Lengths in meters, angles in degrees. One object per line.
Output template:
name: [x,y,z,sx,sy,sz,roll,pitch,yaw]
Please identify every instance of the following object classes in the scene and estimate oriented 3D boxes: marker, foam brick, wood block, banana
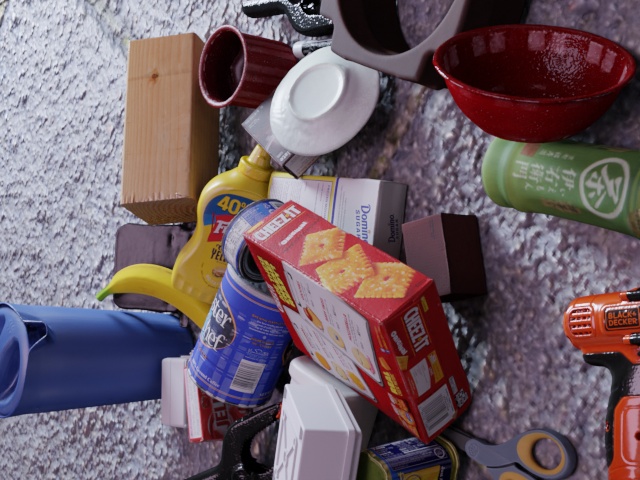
marker: [0.015,-0.210,1.150,0.121,0.020,0.020,5,91,50]
foam brick: [0.115,0.018,0.988,0.053,0.051,0.078,-17,74,47]
wood block: [-0.176,-0.131,1.273,0.091,0.090,0.206,-4,73,15]
banana: [-0.170,0.075,1.271,0.198,0.037,0.070,23,110,12]

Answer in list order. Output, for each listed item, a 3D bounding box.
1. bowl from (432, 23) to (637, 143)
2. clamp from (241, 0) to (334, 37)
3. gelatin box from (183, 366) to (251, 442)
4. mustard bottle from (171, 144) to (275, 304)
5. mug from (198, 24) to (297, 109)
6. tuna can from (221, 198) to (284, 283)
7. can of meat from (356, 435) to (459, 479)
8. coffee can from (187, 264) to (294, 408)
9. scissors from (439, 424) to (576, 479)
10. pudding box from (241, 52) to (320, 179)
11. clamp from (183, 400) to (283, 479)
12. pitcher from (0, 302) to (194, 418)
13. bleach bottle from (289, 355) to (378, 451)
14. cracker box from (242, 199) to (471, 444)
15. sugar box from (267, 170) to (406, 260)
bowl: [0.172,-0.123,0.871,0.162,0.161,0.055,36,138,45]
clamp: [-0.026,-0.270,1.188,0.172,0.039,0.120,55,128,37]
gelatin box: [-0.117,0.187,1.233,0.030,0.073,0.089,-21,71,48]
mustard bottle: [-0.096,-0.020,1.209,0.058,0.096,0.192,-98,29,-68]
mug: [-0.087,-0.190,1.221,0.117,0.081,0.093,-14,77,48]
tuna can: [-0.057,0.001,1.097,0.034,0.085,0.086,44,120,37]
can of meat: [0.074,0.233,0.983,0.058,0.083,0.102,28,117,50]
coffee can: [-0.075,0.097,1.168,0.103,0.102,0.140,45,121,42]
scissors: [0.154,0.176,0.956,0.202,0.016,0.096,45,118,42]
pudding box: [-0.017,-0.134,1.136,0.113,0.039,0.090,-48,48,6]
clamp: [-0.073,0.270,1.183,0.165,0.036,0.210,40,108,13]
pitcher: [-0.286,0.148,1.305,0.149,0.242,0.145,21,103,49]
bleach bottle: [-0.012,0.253,1.113,0.103,0.067,0.251,31,112,44]
cracker box: [0.035,0.071,1.004,0.214,0.072,0.164,32,152,47]
sugar box: [0.012,-0.021,1.120,0.177,0.048,0.093,10,94,46]
